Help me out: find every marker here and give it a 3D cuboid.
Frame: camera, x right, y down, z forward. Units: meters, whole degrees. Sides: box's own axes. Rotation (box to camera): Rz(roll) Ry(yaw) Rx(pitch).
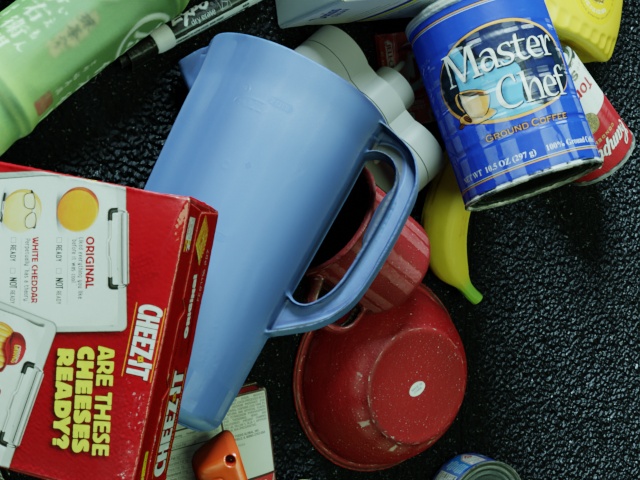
[{"bbox_3d":[-0.090,-0.150,0.740,0.121,0.020,0.020,-34,111,-23],"label":"marker"}]

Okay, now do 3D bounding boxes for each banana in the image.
[{"bbox_3d":[0.122,-0.048,0.851,0.069,0.037,0.198,9,106,-27],"label":"banana"}]

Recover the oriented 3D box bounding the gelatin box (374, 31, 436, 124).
[{"bbox_3d":[0.089,-0.131,0.842,0.089,0.030,0.073,-12,101,-30],"label":"gelatin box"}]

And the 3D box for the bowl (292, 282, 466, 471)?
[{"bbox_3d":[0.060,0.108,0.835,0.161,0.055,0.162,-4,97,-30],"label":"bowl"}]

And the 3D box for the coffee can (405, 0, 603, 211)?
[{"bbox_3d":[0.131,-0.104,0.768,0.102,0.103,0.140,-13,82,-29],"label":"coffee can"}]

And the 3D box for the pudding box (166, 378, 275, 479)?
[{"bbox_3d":[-0.079,0.164,0.767,0.089,0.039,0.113,-10,98,-28],"label":"pudding box"}]

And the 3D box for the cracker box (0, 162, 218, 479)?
[{"bbox_3d":[-0.179,0.039,0.608,0.214,0.072,0.164,11,89,11],"label":"cracker box"}]

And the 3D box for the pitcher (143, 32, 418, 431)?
[{"bbox_3d":[-0.055,0.001,0.701,0.144,0.149,0.243,32,79,-34],"label":"pitcher"}]

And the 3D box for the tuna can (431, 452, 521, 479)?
[{"bbox_3d":[0.130,0.224,0.901,0.086,0.034,0.086,-3,97,-31],"label":"tuna can"}]

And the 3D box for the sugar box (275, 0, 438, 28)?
[{"bbox_3d":[0.063,-0.190,0.784,0.175,0.093,0.048,-9,93,-31],"label":"sugar box"}]

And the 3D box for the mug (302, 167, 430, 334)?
[{"bbox_3d":[0.023,0.013,0.779,0.081,0.093,0.117,37,62,-37],"label":"mug"}]
